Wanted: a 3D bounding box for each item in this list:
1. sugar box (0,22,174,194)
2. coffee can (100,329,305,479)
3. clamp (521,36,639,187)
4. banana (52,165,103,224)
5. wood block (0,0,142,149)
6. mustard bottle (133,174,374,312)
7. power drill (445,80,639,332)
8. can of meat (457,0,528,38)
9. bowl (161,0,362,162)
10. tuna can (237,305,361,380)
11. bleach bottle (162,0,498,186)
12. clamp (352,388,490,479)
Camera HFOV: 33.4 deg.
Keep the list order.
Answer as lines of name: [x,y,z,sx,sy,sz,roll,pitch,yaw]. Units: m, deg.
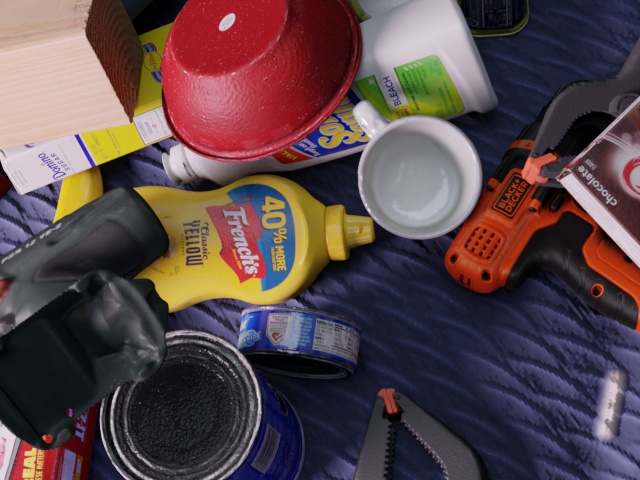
sugar box: [-0.171,-0.109,0.850,0.176,0.048,0.093,-20,47,-3]
coffee can: [-0.073,0.127,0.708,0.103,0.140,0.103,-4,69,9]
clamp: [0.222,-0.079,0.734,0.171,0.039,0.120,-37,68,-8]
banana: [-0.214,0.019,0.831,0.070,0.037,0.197,25,76,19]
wood block: [-0.249,-0.129,0.801,0.206,0.091,0.090,-10,50,11]
mustard bottle: [-0.055,0.001,0.795,0.192,0.058,0.096,-5,84,8]
power drill: [0.207,-0.011,0.753,0.188,0.057,0.184,29,75,21]
can of meat: [0.132,-0.224,0.830,0.057,0.084,0.102,-1,69,10]
bowl: [-0.054,-0.138,0.761,0.162,0.055,0.162,-11,60,19]
tuna can: [-0.015,0.073,0.747,0.086,0.086,0.034,4,72,12]
bleach bottle: [0.000,-0.098,0.812,0.251,0.102,0.068,-23,48,11]
clamp: [0.068,0.203,0.709,0.164,0.036,0.210,-25,65,0]
